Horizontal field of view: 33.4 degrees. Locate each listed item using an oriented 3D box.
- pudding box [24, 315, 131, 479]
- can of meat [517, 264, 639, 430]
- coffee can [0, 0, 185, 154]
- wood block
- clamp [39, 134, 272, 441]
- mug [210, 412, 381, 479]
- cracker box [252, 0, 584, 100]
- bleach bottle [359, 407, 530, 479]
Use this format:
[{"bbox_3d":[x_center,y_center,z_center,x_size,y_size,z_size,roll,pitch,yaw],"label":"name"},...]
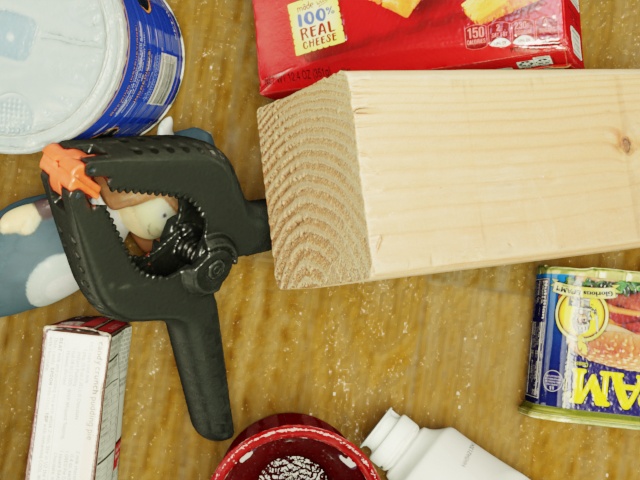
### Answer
[{"bbox_3d":[-0.127,0.098,0.560,0.039,0.090,0.113,5,88,-3],"label":"pudding box"},{"bbox_3d":[0.165,0.060,0.588,0.102,0.057,0.084,6,86,-2],"label":"can of meat"},{"bbox_3d":[-0.131,-0.096,0.533,0.103,0.140,0.103,0,96,4],"label":"coffee can"},{"bbox_3d":[0.083,-0.032,0.529,0.205,0.090,0.091,-5,87,-30],"label":"wood block"},{"bbox_3d":[-0.053,0.001,0.533,0.036,0.209,0.164,31,79,39],"label":"clamp"},{"bbox_3d":[-0.023,0.146,0.565,0.117,0.081,0.093,-45,93,-2],"label":"mug"},{"bbox_3d":[0.045,-0.186,0.559,0.164,0.072,0.214,-4,90,19],"label":"cracker box"},{"bbox_3d":[0.129,0.177,0.572,0.251,0.102,0.068,38,102,7],"label":"bleach bottle"}]
